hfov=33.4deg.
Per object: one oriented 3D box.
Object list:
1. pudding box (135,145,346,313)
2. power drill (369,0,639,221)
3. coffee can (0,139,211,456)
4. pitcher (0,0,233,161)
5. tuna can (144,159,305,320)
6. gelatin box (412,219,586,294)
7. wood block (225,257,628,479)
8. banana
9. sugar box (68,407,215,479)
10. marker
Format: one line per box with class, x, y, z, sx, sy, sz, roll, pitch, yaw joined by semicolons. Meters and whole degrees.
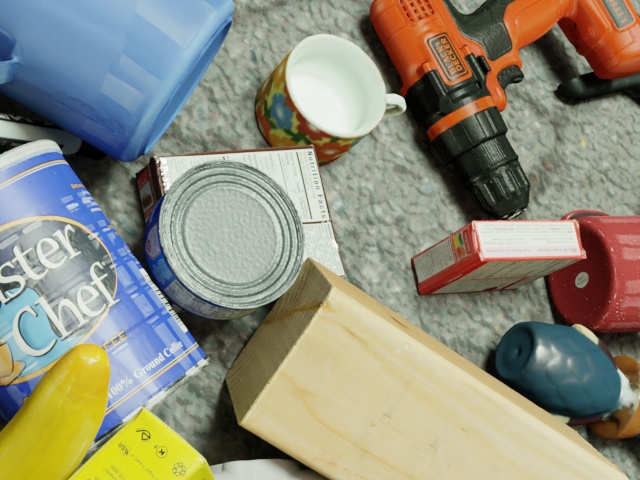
pudding box;-0.047;-0.009;0.648;0.113;0.039;0.090;-6;75;-32
power drill;0.148;-0.124;0.771;0.187;0.057;0.184;-26;85;-23
coffee can;-0.138;0.035;0.543;0.102;0.103;0.140;-36;90;-34
pitcher;-0.176;-0.141;0.558;0.242;0.145;0.149;33;94;-6
tuna can;-0.054;0.001;0.595;0.086;0.034;0.086;9;68;-24
gelatin box;0.118;0.010;0.708;0.089;0.073;0.030;-2;72;-29
wood block;0.058;0.107;0.610;0.206;0.091;0.090;34;93;-13
banana;-0.165;0.112;0.482;0.069;0.198;0.037;54;14;-38
sugar box;-0.122;0.160;0.480;0.048;0.093;0.176;37;72;17
marker;-0.160;-0.058;0.588;0.120;0.020;0.020;4;66;-57
